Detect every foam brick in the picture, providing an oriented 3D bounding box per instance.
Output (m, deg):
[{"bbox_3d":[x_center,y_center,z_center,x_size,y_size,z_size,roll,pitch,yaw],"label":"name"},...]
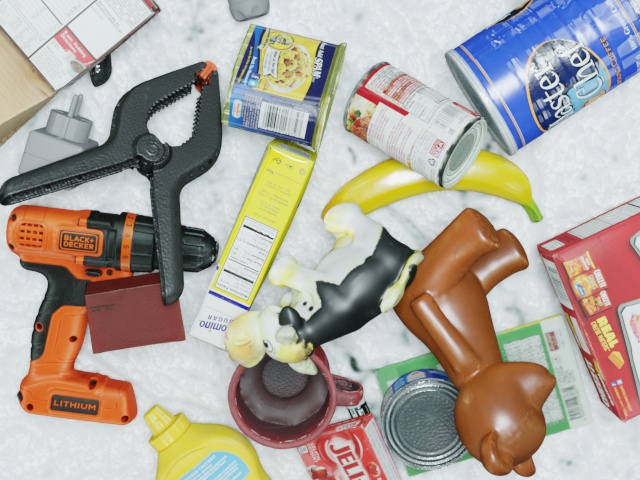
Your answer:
[{"bbox_3d":[-0.155,0.059,0.895,0.078,0.051,0.053,-7,101,-8],"label":"foam brick"}]

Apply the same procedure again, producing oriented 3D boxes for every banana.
[{"bbox_3d":[0.099,-0.047,0.933,0.198,0.037,0.069,0,98,1],"label":"banana"}]

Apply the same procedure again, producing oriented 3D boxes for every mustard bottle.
[{"bbox_3d":[-0.093,0.225,0.972,0.096,0.058,0.191,-39,98,8],"label":"mustard bottle"}]

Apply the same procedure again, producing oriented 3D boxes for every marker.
[{"bbox_3d":[0.051,0.190,0.984,0.020,0.020,0.121,-23,99,4],"label":"marker"}]

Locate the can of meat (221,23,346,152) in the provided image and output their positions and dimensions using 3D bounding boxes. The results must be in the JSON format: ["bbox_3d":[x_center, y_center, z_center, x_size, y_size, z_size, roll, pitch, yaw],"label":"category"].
[{"bbox_3d":[-0.030,-0.129,0.890,0.084,0.102,0.057,14,139,1],"label":"can of meat"}]

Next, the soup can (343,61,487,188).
[{"bbox_3d":[0.079,-0.096,0.890,0.102,0.068,0.068,33,100,21],"label":"soup can"}]

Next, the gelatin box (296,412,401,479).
[{"bbox_3d":[0.028,0.208,0.970,0.073,0.030,0.089,-19,100,27],"label":"gelatin box"}]

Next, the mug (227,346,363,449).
[{"bbox_3d":[-0.020,0.127,0.942,0.117,0.081,0.093,4,100,0],"label":"mug"}]

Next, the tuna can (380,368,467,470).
[{"bbox_3d":[0.096,0.159,0.955,0.086,0.034,0.086,0,101,0],"label":"tuna can"}]

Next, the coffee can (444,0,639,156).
[{"bbox_3d":[0.188,-0.150,0.881,0.140,0.103,0.103,-33,98,6],"label":"coffee can"}]

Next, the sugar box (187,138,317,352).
[{"bbox_3d":[-0.056,0.001,0.915,0.048,0.093,0.176,22,100,-1],"label":"sugar box"}]

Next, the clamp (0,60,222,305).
[{"bbox_3d":[-0.136,-0.059,0.882,0.164,0.036,0.209,39,65,-3],"label":"clamp"}]

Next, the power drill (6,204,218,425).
[{"bbox_3d":[-0.190,0.065,0.948,0.184,0.057,0.188,7,98,-2],"label":"power drill"}]

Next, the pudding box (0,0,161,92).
[{"bbox_3d":[-0.202,-0.189,0.877,0.113,0.039,0.090,-37,103,11],"label":"pudding box"}]
